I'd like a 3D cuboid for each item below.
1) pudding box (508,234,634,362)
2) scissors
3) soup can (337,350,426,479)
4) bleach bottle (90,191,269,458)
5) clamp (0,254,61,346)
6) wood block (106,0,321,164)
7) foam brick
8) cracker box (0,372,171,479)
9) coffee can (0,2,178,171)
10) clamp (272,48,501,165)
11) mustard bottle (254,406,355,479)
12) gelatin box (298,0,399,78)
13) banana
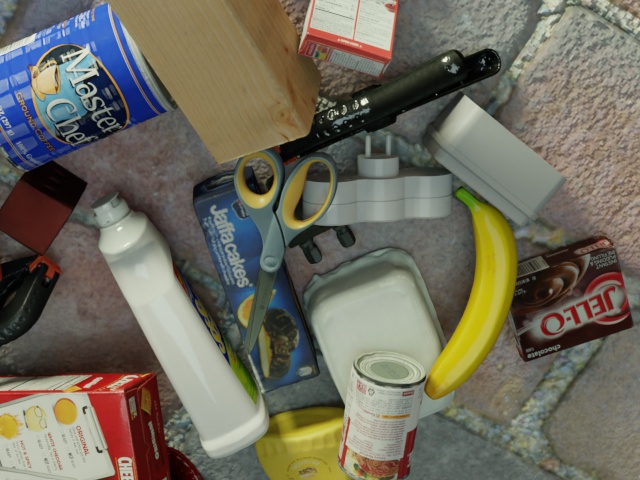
[{"bbox_3d":[0.232,0.055,1.015,0.113,0.039,0.090,-18,111,4],"label":"pudding box"},{"bbox_3d":[-0.056,0.001,0.925,0.096,0.016,0.202,30,112,-4],"label":"scissors"},{"bbox_3d":[0.055,0.159,0.963,0.068,0.068,0.102,6,109,-5],"label":"soup can"},{"bbox_3d":[-0.133,0.071,0.967,0.068,0.102,0.251,-27,111,2],"label":"bleach bottle"},{"bbox_3d":[-0.305,0.083,0.965,0.171,0.120,0.039,-36,148,9],"label":"clamp"},{"bbox_3d":[-0.088,-0.174,0.847,0.091,0.090,0.206,-16,128,23],"label":"wood block"},{"bbox_3d":[-0.245,-0.033,0.936,0.053,0.078,0.051,34,107,-14],"label":"foam brick"},{"bbox_3d":[-0.246,0.208,0.984,0.214,0.072,0.164,-4,99,20],"label":"cracker box"},{"bbox_3d":[-0.203,-0.130,0.888,0.140,0.103,0.103,-22,110,5],"label":"coffee can"},{"bbox_3d":[0.054,-0.116,0.912,0.210,0.164,0.036,-22,91,29],"label":"clamp"},{"bbox_3d":[0.002,0.262,1.071,0.096,0.058,0.191,-11,112,8],"label":"mustard bottle"},{"bbox_3d":[0.025,-0.185,0.890,0.073,0.089,0.030,15,146,-9],"label":"gelatin box"},{"bbox_3d":[0.141,0.051,0.969,0.069,0.037,0.198,7,98,-1],"label":"banana"}]
